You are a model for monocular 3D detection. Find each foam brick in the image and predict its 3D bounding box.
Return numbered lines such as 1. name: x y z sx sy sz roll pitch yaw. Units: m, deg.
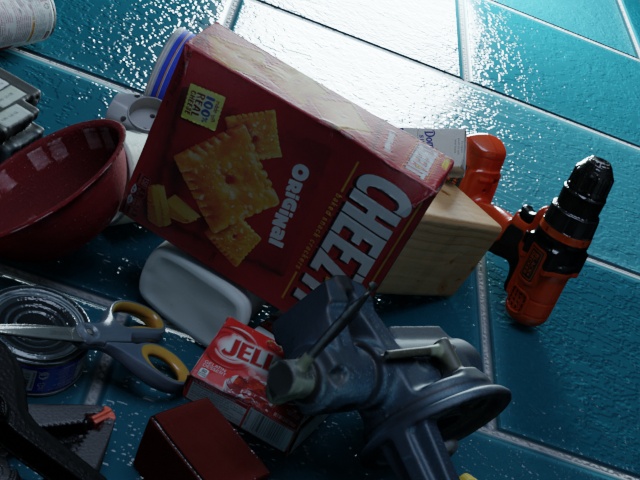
1. foam brick: -0.084 0.159 0.745 0.051 0.053 0.078 -17 53 -44

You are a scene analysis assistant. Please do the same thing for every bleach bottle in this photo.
1. bleach bottle: -0.056 0.001 0.965 0.102 0.068 0.250 34 33 9

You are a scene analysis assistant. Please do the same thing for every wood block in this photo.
1. wood block: 0.069 -0.011 0.980 0.091 0.090 0.205 46 21 29

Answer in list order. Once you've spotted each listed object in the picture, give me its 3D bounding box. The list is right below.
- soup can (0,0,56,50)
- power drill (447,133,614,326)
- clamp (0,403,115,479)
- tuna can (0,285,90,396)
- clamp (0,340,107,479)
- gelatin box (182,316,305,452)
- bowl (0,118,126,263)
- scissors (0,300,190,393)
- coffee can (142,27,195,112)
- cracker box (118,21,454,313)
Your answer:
1. soup can: -0.331 -0.229 1.092 0.068 0.069 0.102 38 36 18
2. power drill: 0.202 -0.034 1.079 0.057 0.185 0.188 6 29 -32
3. clamp: -0.207 0.166 0.673 0.209 0.036 0.165 -17 55 -45
4. tuna can: -0.214 0.073 0.794 0.086 0.034 0.086 16 35 -12
5. clamp: -0.202 0.114 0.666 0.120 0.039 0.171 3 56 -47
6. gelatin box: -0.048 0.105 0.794 0.089 0.030 0.073 28 38 3
7. bowl: -0.217 -0.031 0.870 0.162 0.162 0.055 -90 155 -57
8. scissors: -0.154 0.083 0.771 0.096 0.016 0.201 47 15 9
9. coffee can: -0.100 -0.142 1.089 0.140 0.103 0.102 24 34 -1
10. cracker box: -0.032 -0.041 0.824 0.214 0.164 0.072 31 32 3
